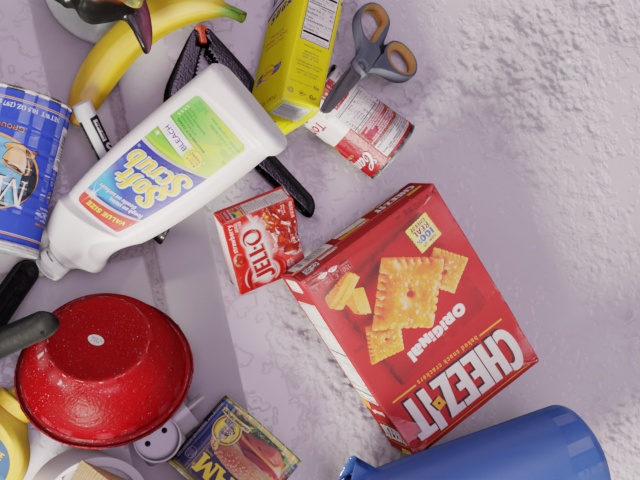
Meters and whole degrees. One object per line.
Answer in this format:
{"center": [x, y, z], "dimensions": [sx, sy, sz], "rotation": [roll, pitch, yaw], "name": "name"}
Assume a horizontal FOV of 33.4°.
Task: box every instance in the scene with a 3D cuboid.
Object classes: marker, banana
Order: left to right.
{"center": [-0.200, -0.075, 1.009], "dimensions": [0.020, 0.020, 0.121], "rotation": [-28, 108, -13], "name": "marker"}
{"center": [-0.169, -0.188, 1.014], "dimensions": [0.198, 0.037, 0.070], "rotation": [-33, 63, 5], "name": "banana"}

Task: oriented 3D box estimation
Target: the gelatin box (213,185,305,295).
{"center": [-0.057, 0.001, 1.022], "dimensions": [0.073, 0.030, 0.089], "rotation": [-22, 128, -15], "name": "gelatin box"}

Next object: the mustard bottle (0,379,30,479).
{"center": [-0.318, 0.203, 0.957], "dimensions": [0.096, 0.058, 0.191], "rotation": [36, 78, 6], "name": "mustard bottle"}

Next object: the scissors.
{"center": [0.051, -0.158, 1.034], "dimensions": [0.096, 0.016, 0.201], "rotation": [39, 41, -24], "name": "scissors"}

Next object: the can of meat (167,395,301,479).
{"center": [-0.081, 0.210, 1.011], "dimensions": [0.102, 0.057, 0.084], "rotation": [44, 75, -7], "name": "can of meat"}

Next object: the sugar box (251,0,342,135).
{"center": [-0.021, -0.195, 1.019], "dimensions": [0.048, 0.093, 0.176], "rotation": [16, 72, -24], "name": "sugar box"}

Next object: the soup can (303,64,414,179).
{"center": [0.033, -0.117, 1.054], "dimensions": [0.102, 0.068, 0.068], "rotation": [37, 79, -7], "name": "soup can"}

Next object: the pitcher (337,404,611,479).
{"center": [0.144, 0.252, 0.986], "dimensions": [0.242, 0.149, 0.145], "rotation": [-19, 47, -16], "name": "pitcher"}

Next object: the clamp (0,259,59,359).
{"center": [-0.308, 0.090, 0.962], "dimensions": [0.171, 0.120, 0.039], "rotation": [-35, 119, 5], "name": "clamp"}

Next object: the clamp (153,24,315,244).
{"center": [-0.108, -0.101, 1.035], "dimensions": [0.164, 0.036, 0.210], "rotation": [-18, 91, -19], "name": "clamp"}

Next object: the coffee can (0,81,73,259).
{"center": [-0.289, -0.063, 0.960], "dimensions": [0.102, 0.103, 0.140], "rotation": [13, 83, -11], "name": "coffee can"}

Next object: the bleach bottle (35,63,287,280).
{"center": [-0.156, -0.045, 0.973], "dimensions": [0.251, 0.068, 0.102], "rotation": [-40, 90, 12], "name": "bleach bottle"}

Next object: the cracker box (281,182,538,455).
{"center": [0.090, 0.075, 1.037], "dimensions": [0.164, 0.072, 0.213], "rotation": [-35, 102, -12], "name": "cracker box"}

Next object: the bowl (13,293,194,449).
{"center": [-0.195, 0.102, 0.952], "dimensions": [0.162, 0.055, 0.162], "rotation": [1, 51, -2], "name": "bowl"}
